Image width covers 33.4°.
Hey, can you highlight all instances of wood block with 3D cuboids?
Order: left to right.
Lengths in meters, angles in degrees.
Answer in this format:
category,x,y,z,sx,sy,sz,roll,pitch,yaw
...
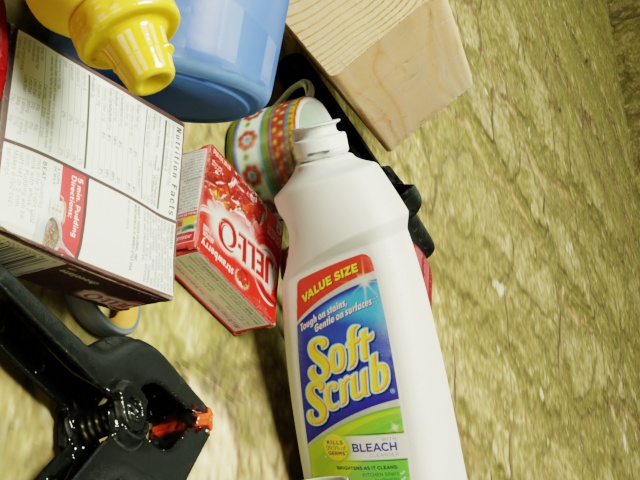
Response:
category,x,y,z,sx,sy,sz,roll,pitch,yaw
wood block,0.037,-0.143,0.741,0.091,0.090,0.206,52,5,15

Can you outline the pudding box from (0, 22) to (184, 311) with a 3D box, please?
category,x,y,z,sx,sy,sz,roll,pitch,yaw
pudding box,-0.107,-0.027,0.456,0.113,0.039,0.090,30,55,-54

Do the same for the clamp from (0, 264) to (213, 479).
category,x,y,z,sx,sy,sz,roll,pitch,yaw
clamp,-0.096,0.086,0.454,0.171,0.039,0.120,36,47,-57

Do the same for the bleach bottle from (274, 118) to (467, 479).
category,x,y,z,sx,sy,sz,roll,pitch,yaw
bleach bottle,0.017,0.056,0.627,0.068,0.103,0.251,-26,105,-59

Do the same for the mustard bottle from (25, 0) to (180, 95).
category,x,y,z,sx,sy,sz,roll,pitch,yaw
mustard bottle,-0.104,-0.140,0.417,0.192,0.058,0.096,63,5,15

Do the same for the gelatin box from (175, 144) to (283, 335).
category,x,y,z,sx,sy,sz,roll,pitch,yaw
gelatin box,-0.054,0.001,0.610,0.089,0.030,0.073,50,34,-45
